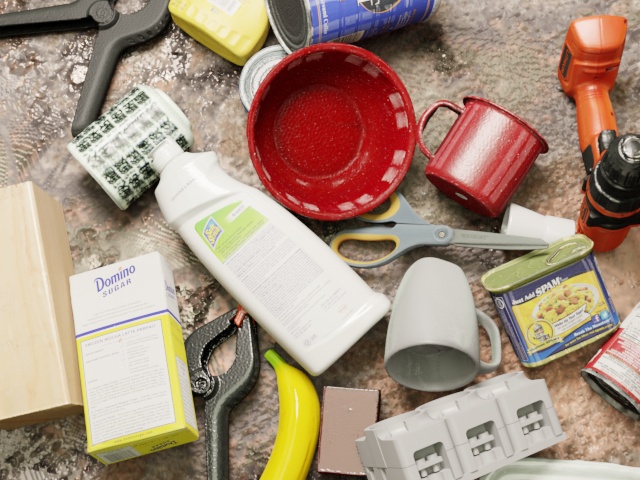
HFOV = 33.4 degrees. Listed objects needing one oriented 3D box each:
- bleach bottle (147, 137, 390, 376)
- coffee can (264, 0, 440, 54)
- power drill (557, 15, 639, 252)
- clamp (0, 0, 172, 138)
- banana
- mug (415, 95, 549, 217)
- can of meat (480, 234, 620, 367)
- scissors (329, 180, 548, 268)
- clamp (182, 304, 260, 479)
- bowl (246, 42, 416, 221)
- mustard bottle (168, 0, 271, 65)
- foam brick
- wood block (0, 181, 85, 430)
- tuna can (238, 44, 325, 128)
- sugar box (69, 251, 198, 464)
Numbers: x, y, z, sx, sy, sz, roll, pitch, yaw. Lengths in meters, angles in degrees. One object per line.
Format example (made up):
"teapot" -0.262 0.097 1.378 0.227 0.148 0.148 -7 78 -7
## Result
"bleach bottle" -0.056 0.001 0.972 0.102 0.068 0.251 -43 89 -4
"coffee can" 0.029 -0.239 1.005 0.140 0.103 0.103 -20 76 -19
"power drill" 0.252 -0.102 0.947 0.057 0.184 0.187 -1 68 3
"clamp" -0.213 -0.210 1.068 0.210 0.036 0.164 -34 77 -4
"banana" -0.040 0.200 0.967 0.070 0.037 0.198 4 72 37
"mug" 0.140 -0.081 0.985 0.117 0.093 0.081 34 86 -8
"can of meat" 0.207 0.054 0.955 0.102 0.057 0.084 -24 103 2
"scissors" 0.105 -0.021 0.994 0.202 0.016 0.096 -10 69 15
"clamp" -0.100 0.145 0.979 0.120 0.039 0.171 35 85 12
"bowl" 0.005 -0.101 0.995 0.162 0.055 0.162 -2 96 -14
"mustard bottle" -0.059 -0.275 1.061 0.096 0.058 0.191 34 82 8
"foam brick" 0.026 0.172 0.958 0.051 0.053 0.078 4 78 5
"wood block" -0.277 0.062 0.985 0.090 0.091 0.206 -14 77 2
"tuna can" -0.037 -0.147 1.043 0.086 0.034 0.086 -1 77 4
"sugar box" -0.171 0.105 0.969 0.093 0.048 0.176 -16 60 6
